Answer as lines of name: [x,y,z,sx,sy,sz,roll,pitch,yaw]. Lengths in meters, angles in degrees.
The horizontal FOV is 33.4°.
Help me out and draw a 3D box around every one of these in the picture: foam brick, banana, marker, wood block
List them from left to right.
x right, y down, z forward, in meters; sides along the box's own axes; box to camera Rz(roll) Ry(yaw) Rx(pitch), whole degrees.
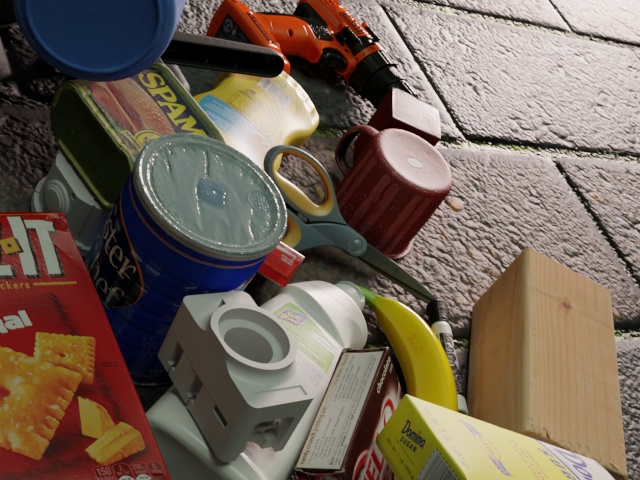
foam brick: [0.071,-0.094,1.003,0.053,0.078,0.051,24,40,-16]
banana: [0.071,0.115,0.817,0.069,0.037,0.198,-2,46,-12]
marker: [0.102,0.095,0.873,0.020,0.020,0.121,19,40,-22]
wood block: [0.176,0.115,0.851,0.090,0.090,0.206,27,38,-10]

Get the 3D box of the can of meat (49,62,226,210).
can of meat: [-0.130,-0.073,0.754,0.083,0.058,0.102,-19,62,-44]

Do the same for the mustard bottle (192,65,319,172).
mustard bottle: [-0.074,-0.085,0.895,0.096,0.058,0.191,42,36,-5]

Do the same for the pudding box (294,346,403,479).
pudding box: [0.026,0.140,0.702,0.039,0.090,0.113,-3,37,21]

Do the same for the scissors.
scissors: [0.009,0.011,0.881,0.201,0.096,0.016,52,-10,-21]

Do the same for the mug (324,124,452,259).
mug: [0.056,-0.052,0.943,0.093,0.082,0.117,-11,57,-44]

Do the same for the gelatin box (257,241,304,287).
gelatin box: [-0.055,0.001,0.797,0.073,0.030,0.089,34,-4,-10]

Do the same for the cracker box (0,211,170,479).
cracker box: [-0.198,0.079,0.610,0.163,0.072,0.214,0,49,-39]

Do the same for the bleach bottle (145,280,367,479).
bleach bottle: [-0.026,0.098,0.735,0.102,0.068,0.250,40,35,6]

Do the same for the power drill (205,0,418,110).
power drill: [-0.007,-0.178,1.052,0.187,0.057,0.184,-11,53,-47]

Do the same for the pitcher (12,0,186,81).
pitcher: [-0.161,-0.214,0.789,0.145,0.149,0.243,50,19,-27]

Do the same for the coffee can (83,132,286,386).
coffee can: [-0.098,0.014,0.700,0.102,0.140,0.103,21,39,-19]

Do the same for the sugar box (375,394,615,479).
sugar box: [0.129,0.159,0.672,0.176,0.048,0.093,20,18,-29]

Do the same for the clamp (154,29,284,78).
clamp: [-0.146,-0.151,0.863,0.210,0.036,0.164,24,36,1]
